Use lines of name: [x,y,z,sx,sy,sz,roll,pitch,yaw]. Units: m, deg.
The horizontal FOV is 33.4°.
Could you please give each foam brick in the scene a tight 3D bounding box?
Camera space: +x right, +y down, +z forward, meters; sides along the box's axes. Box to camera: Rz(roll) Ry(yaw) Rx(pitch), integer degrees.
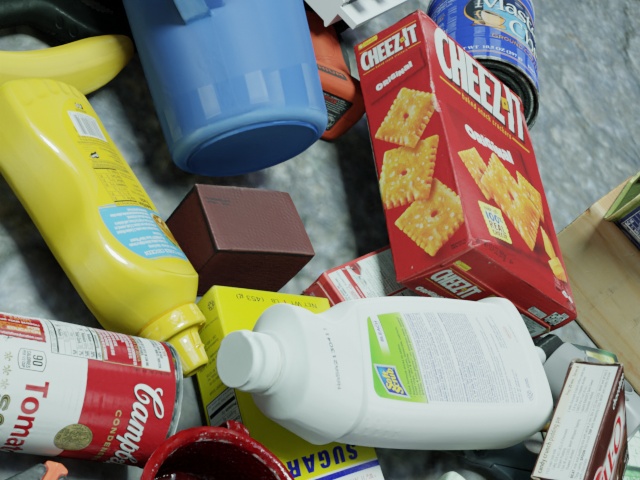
foam brick: [-0.055,0.001,0.690,0.078,0.051,0.053,4,52,-39]

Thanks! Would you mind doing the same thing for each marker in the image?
marker: [0.142,0.097,0.786,0.120,0.020,0.020,-23,72,-41]

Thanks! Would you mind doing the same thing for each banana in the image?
banana: [-0.198,-0.114,0.662,0.037,0.070,0.197,26,12,39]

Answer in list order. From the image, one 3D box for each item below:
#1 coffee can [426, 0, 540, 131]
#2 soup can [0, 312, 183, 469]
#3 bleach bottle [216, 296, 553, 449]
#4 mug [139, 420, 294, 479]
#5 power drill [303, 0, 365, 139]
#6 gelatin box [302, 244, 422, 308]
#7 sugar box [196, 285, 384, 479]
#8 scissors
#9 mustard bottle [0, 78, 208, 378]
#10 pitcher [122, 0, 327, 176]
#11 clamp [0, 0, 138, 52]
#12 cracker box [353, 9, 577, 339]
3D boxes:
coffee can: [0.144,-0.163,0.967,0.102,0.103,0.140,28,42,-18]
soup can: [-0.130,0.077,0.543,0.102,0.069,0.068,14,47,-30]
bleach bottle: [0.039,0.072,0.631,0.250,0.068,0.102,13,49,-46]
mug: [-0.062,0.142,0.532,0.093,0.082,0.117,29,41,-17]
power drill: [-0.033,-0.180,0.865,0.184,0.057,0.187,17,46,-29]
gelatin box: [0.040,0.048,0.746,0.089,0.030,0.073,-21,72,-48]
sugar box: [-0.017,0.114,0.625,0.093,0.048,0.176,8,49,-39]
scissors: [0.114,0.159,0.714,0.201,0.016,0.096,4,54,-30]
mustard bottle: [-0.123,-0.004,0.622,0.192,0.058,0.096,55,12,12]
pitcher: [-0.078,-0.174,0.719,0.148,0.145,0.243,-6,74,-36]
clamp: [-0.198,-0.185,0.744,0.209,0.036,0.164,5,54,-40]
cracker box: [0.112,-0.045,0.810,0.164,0.072,0.213,30,43,-45]
